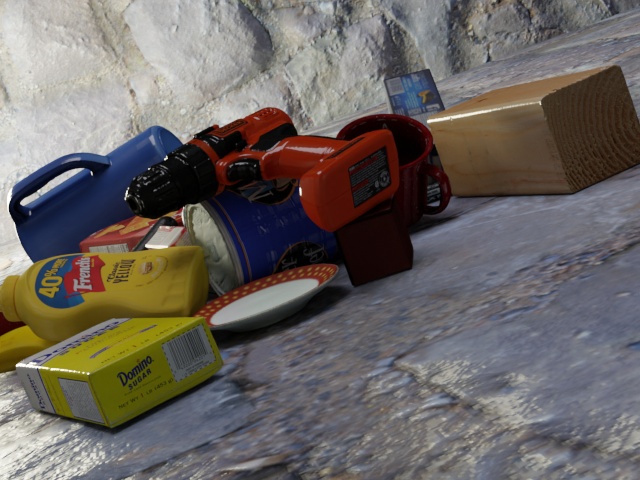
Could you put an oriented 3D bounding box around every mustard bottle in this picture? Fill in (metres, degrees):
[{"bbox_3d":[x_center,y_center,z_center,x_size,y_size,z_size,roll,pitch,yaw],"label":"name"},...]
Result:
[{"bbox_3d":[-0.197,0.047,0.922,0.192,0.058,0.096,-3,36,8],"label":"mustard bottle"}]

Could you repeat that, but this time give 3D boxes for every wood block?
[{"bbox_3d":[0.198,-0.099,1.007,0.090,0.090,0.206,-24,10,-19],"label":"wood block"}]

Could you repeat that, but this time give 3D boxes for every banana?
[{"bbox_3d":[-0.263,0.104,0.984,0.198,0.037,0.069,-15,32,39],"label":"banana"}]

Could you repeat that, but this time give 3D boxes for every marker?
[{"bbox_3d":[0.102,-0.046,1.124,0.121,0.020,0.020,-19,9,10],"label":"marker"}]

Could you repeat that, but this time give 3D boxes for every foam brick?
[{"bbox_3d":[0.044,-0.001,0.883,0.053,0.051,0.078,-19,9,10],"label":"foam brick"}]

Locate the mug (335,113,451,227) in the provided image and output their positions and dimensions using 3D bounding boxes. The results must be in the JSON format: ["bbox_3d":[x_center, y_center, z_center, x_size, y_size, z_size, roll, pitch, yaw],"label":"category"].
[{"bbox_3d":[0.072,-0.059,1.018,0.117,0.081,0.093,19,46,26],"label":"mug"}]

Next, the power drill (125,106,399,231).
[{"bbox_3d":[-0.044,-0.057,0.884,0.188,0.057,0.184,14,37,40],"label":"power drill"}]

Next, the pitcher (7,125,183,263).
[{"bbox_3d":[-0.292,-0.056,1.452,0.243,0.145,0.149,-33,-4,13],"label":"pitcher"}]

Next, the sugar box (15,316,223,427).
[{"bbox_3d":[-0.152,0.091,0.776,0.093,0.048,0.177,-25,12,-31],"label":"sugar box"}]

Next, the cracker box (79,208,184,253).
[{"bbox_3d":[-0.177,-0.003,1.298,0.163,0.072,0.214,-25,10,-32],"label":"cracker box"}]

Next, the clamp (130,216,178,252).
[{"bbox_3d":[-0.199,0.038,1.093,0.120,0.039,0.171,-60,2,17],"label":"clamp"}]

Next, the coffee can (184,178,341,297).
[{"bbox_3d":[-0.039,-0.015,0.981,0.140,0.103,0.103,-23,10,-22],"label":"coffee can"}]

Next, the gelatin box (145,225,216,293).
[{"bbox_3d":[-0.127,0.018,1.053,0.030,0.073,0.089,-53,19,-14],"label":"gelatin box"}]
